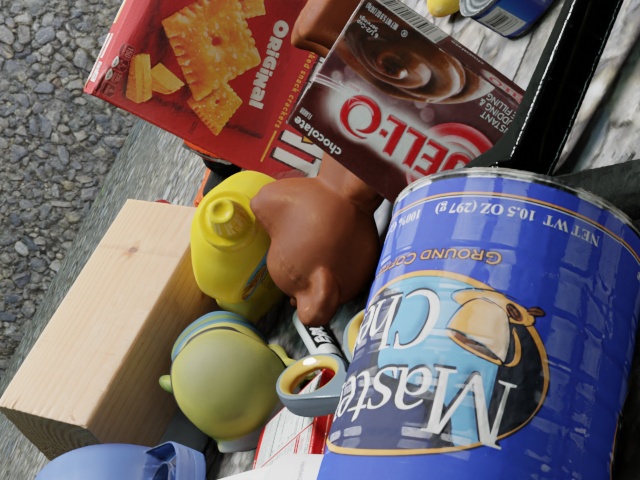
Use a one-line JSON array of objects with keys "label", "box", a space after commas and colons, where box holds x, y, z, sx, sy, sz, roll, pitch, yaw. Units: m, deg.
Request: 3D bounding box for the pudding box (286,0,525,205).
[{"label": "pudding box", "box": [0.051, -0.071, 0.593, 0.090, 0.113, 0.039, -55, -8, 28]}]

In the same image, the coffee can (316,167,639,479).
[{"label": "coffee can", "box": [0.059, 0.059, 0.391, 0.103, 0.102, 0.140, -36, 32, 59]}]

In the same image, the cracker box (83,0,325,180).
[{"label": "cracker box", "box": [-0.066, -0.150, 0.891, 0.164, 0.213, 0.072, -64, 18, 3]}]

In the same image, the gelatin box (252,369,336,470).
[{"label": "gelatin box", "box": [-0.011, 0.129, 0.633, 0.089, 0.030, 0.073, -48, 22, 43]}]

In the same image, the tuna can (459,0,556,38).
[{"label": "tuna can", "box": [0.123, -0.168, 0.654, 0.086, 0.033, 0.086, -55, 18, 28]}]

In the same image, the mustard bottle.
[{"label": "mustard bottle", "box": [-0.056, 0.001, 0.783, 0.191, 0.058, 0.096, 68, -134, -77]}]

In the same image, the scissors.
[{"label": "scissors", "box": [0.018, 0.088, 0.541, 0.096, 0.016, 0.201, -27, 19, 11]}]

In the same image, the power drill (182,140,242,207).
[{"label": "power drill", "box": [-0.083, -0.120, 1.091, 0.187, 0.057, 0.184, 85, -155, -75]}]

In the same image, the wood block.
[{"label": "wood block", "box": [-0.151, 0.075, 0.851, 0.091, 0.090, 0.206, 8, 54, 28]}]

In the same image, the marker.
[{"label": "marker", "box": [0.001, 0.070, 0.704, 0.020, 0.020, 0.121, -62, 16, 8]}]
